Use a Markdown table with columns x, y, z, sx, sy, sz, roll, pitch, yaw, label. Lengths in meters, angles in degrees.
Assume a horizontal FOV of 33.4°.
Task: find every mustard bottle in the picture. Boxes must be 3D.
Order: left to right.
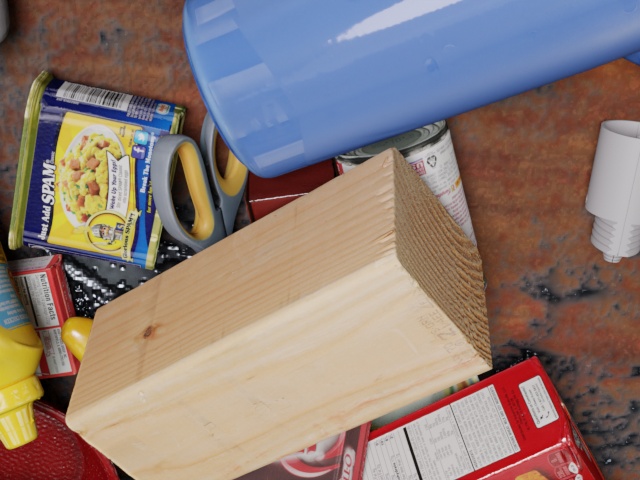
| x | y | z | sx | sy | sz | roll | pitch | yaw | label |
| --- | --- | --- | --- | --- | --- | --- | --- | --- | --- |
| -0.199 | 0.023 | 0.588 | 0.058 | 0.096 | 0.191 | -22 | 90 | -3 | mustard bottle |

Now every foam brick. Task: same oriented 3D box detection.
| x | y | z | sx | sy | sz | roll | pitch | yaw | label |
| --- | --- | --- | --- | --- | --- | --- | --- | --- | --- |
| -0.011 | -0.006 | 0.625 | 0.051 | 0.053 | 0.078 | -9 | 121 | 4 | foam brick |

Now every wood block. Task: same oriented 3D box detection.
| x | y | z | sx | sy | sz | roll | pitch | yaw | label |
| --- | --- | --- | --- | --- | --- | --- | --- | --- | --- |
| -0.023 | 0.050 | 0.566 | 0.206 | 0.091 | 0.090 | -27 | 124 | 24 | wood block |

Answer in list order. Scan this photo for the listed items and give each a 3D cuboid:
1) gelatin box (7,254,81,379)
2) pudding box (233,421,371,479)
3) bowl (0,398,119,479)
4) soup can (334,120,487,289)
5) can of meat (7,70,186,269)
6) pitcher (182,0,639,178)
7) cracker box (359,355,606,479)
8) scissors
| x | y | z | sx | sy | sz | roll | pitch | yaw | label |
| --- | --- | --- | --- | --- | --- | --- | --- | --- | --- |
| -0.197 | 0.051 | 0.664 | 0.089 | 0.030 | 0.073 | -8 | 110 | 3 | gelatin box |
| -0.027 | 0.119 | 0.637 | 0.114 | 0.090 | 0.039 | -10 | 138 | 27 | pudding box |
| -0.203 | 0.156 | 0.691 | 0.162 | 0.055 | 0.162 | 0 | 111 | 0 | bowl |
| 0.052 | -0.014 | 0.618 | 0.068 | 0.068 | 0.102 | -15 | 110 | 5 | soup can |
| -0.128 | -0.038 | 0.615 | 0.084 | 0.057 | 0.102 | 11 | 110 | -6 | can of meat |
| 0.053 | -0.131 | 0.543 | 0.243 | 0.145 | 0.149 | -21 | 76 | 11 | pitcher |
| 0.074 | 0.183 | 0.666 | 0.214 | 0.072 | 0.164 | -27 | 131 | 9 | cracker box |
| -0.054 | 0.001 | 0.644 | 0.016 | 0.096 | 0.201 | 12 | 145 | 24 | scissors |
